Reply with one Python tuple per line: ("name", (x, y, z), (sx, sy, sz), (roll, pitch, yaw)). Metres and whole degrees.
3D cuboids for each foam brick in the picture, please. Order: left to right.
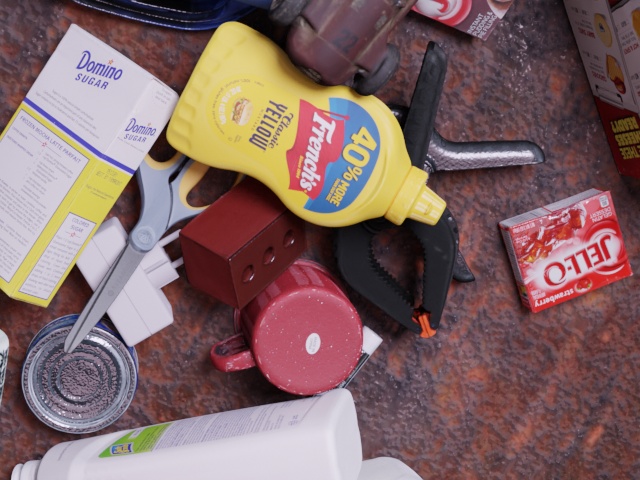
("foam brick", (-0.055, 0.001, 0.766), (0.078, 0.051, 0.053), (-42, 145, -31))

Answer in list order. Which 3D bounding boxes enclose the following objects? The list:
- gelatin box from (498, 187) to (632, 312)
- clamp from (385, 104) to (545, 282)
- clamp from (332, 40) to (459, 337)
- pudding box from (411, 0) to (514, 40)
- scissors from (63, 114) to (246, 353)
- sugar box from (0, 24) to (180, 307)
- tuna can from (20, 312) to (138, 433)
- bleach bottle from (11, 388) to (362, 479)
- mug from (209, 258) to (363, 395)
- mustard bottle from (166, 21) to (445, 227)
("gelatin box", (0.195, 0.007, 0.844), (0.089, 0.030, 0.073), (-20, 102, -6))
("clamp", (0.073, -0.042, 0.812), (0.171, 0.039, 0.120), (19, 97, -4))
("clamp", (0.033, -0.025, 0.782), (0.165, 0.036, 0.210), (-13, 105, 12))
("pudding box", (0.105, -0.206, 0.759), (0.090, 0.039, 0.114), (20, 138, -13))
("scissors", (-0.133, -0.020, 0.751), (0.201, 0.016, 0.096), (-43, 97, -28))
("sugar box", (-0.181, -0.052, 0.742), (0.093, 0.048, 0.176), (36, 91, 29))
("tuna can", (-0.179, 0.099, 0.795), (0.086, 0.034, 0.086), (-2, 99, -9))
("bleach bottle", (-0.101, 0.162, 0.779), (0.251, 0.102, 0.068), (-8, 96, 12))
("mug", (-0.026, 0.069, 0.791), (0.117, 0.081, 0.093), (-18, 102, -6))
("mustard bottle", (-0.002, -0.064, 0.727), (0.191, 0.058, 0.096), (29, 102, 1))
